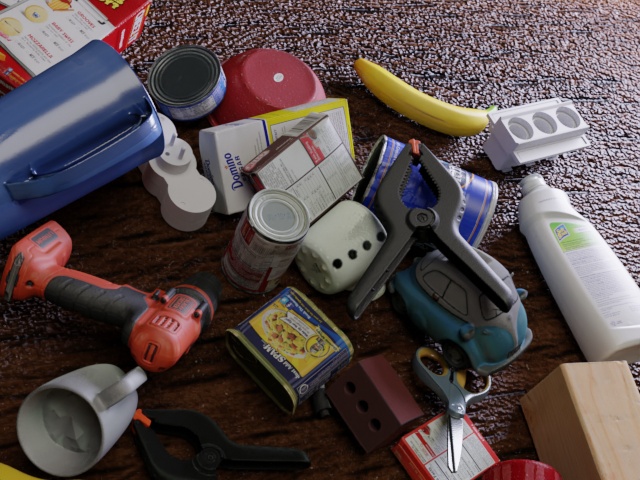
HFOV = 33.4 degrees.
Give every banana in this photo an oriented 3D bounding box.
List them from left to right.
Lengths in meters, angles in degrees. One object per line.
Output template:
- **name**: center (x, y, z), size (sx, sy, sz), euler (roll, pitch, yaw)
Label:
- **banana**: center (0.131, -0.172, 1.343), size (0.197, 0.037, 0.069), euler (20, 35, -11)

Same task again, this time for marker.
- **marker**: center (-0.012, 0.124, 1.088), size (0.020, 0.020, 0.121), euler (-4, 60, -25)

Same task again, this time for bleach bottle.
- **bleach bottle**: center (0.309, 0.027, 1.262), size (0.102, 0.068, 0.251), euler (-7, 59, -27)

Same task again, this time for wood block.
- **wood block**: center (0.292, 0.237, 1.092), size (0.090, 0.091, 0.206), euler (0, 57, -24)

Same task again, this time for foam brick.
- **foam brick**: center (0.054, 0.161, 1.059), size (0.078, 0.053, 0.051), euler (54, 29, 18)

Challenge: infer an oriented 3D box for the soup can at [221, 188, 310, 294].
- **soup can**: center (-0.057, 0.001, 1.100), size (0.068, 0.102, 0.068), euler (11, 54, -15)

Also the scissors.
- **scissors**: center (0.120, 0.161, 1.075), size (0.096, 0.016, 0.201), euler (27, 27, 12)

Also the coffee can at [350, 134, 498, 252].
- **coffee can**: center (0.114, -0.045, 1.203), size (0.140, 0.103, 0.102), euler (23, 52, -7)

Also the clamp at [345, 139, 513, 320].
- **clamp**: center (0.095, -0.009, 1.094), size (0.164, 0.036, 0.210), euler (-8, 60, -3)

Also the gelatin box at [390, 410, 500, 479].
- **gelatin box**: center (0.125, 0.216, 1.074), size (0.089, 0.030, 0.073), euler (-23, 69, -37)

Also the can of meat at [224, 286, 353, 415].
- **can of meat**: center (-0.030, 0.106, 1.053), size (0.083, 0.057, 0.102), euler (-38, 69, -23)

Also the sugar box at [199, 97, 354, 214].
- **sugar box**: center (-0.046, -0.095, 1.181), size (0.175, 0.048, 0.093), euler (-17, 107, -29)

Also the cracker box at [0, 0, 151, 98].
- **cracker box**: center (-0.318, -0.239, 1.178), size (0.164, 0.072, 0.213), euler (36, 51, 3)

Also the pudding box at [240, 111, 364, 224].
- **pudding box**: center (-0.018, -0.071, 1.152), size (0.113, 0.039, 0.090), euler (-40, 117, -20)

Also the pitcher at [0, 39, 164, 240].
- **pitcher**: center (-0.275, -0.080, 1.023), size (0.242, 0.149, 0.145), euler (-35, 80, -23)

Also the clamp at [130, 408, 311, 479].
- **clamp**: center (-0.103, 0.216, 0.976), size (0.171, 0.039, 0.120), euler (22, 47, 1)

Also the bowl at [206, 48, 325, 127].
- **bowl**: center (-0.056, -0.172, 1.250), size (0.162, 0.055, 0.162), euler (11, 53, -15)

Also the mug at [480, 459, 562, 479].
- **mug**: center (0.206, 0.271, 1.037), size (0.117, 0.093, 0.081), euler (25, 46, -18)

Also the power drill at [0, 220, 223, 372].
- **power drill**: center (-0.193, 0.045, 1.017), size (0.187, 0.057, 0.184), euler (22, 18, 3)

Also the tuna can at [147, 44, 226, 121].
- **tuna can**: center (-0.150, -0.177, 1.206), size (0.086, 0.033, 0.086), euler (-5, 61, 9)
